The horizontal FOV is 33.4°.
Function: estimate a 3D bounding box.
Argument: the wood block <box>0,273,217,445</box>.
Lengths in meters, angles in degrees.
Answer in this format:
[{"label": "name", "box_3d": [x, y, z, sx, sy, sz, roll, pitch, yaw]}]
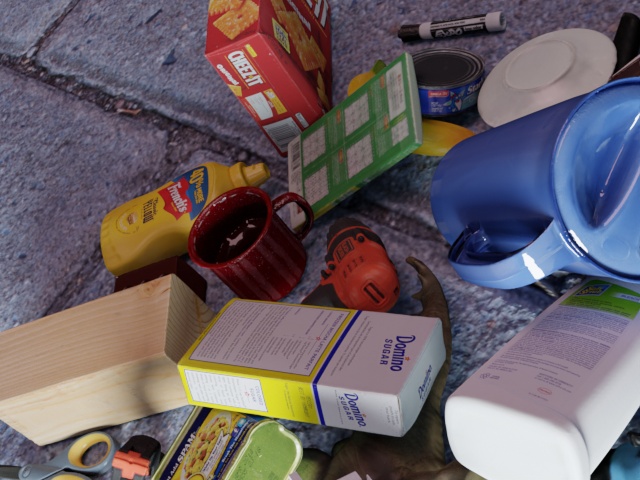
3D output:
[{"label": "wood block", "box_3d": [-0.206, 0.117, 1.020, 0.206, 0.090, 0.091, -18, 47, 21]}]

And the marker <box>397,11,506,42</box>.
[{"label": "marker", "box_3d": [0.134, -0.221, 1.109, 0.121, 0.020, 0.020, -1, 56, 35]}]

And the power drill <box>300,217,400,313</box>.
[{"label": "power drill", "box_3d": [-0.016, 0.062, 0.930, 0.188, 0.057, 0.184, -45, 14, 7]}]

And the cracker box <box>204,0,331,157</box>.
[{"label": "cracker box", "box_3d": [-0.048, -0.223, 1.133, 0.072, 0.164, 0.213, -17, 48, 21]}]

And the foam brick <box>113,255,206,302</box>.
[{"label": "foam brick", "box_3d": [-0.161, 0.058, 1.064, 0.078, 0.051, 0.053, -19, 47, 21]}]

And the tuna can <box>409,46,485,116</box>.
[{"label": "tuna can", "box_3d": [0.116, -0.154, 1.033, 0.086, 0.034, 0.086, -5, 35, 3]}]

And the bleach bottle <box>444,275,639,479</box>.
[{"label": "bleach bottle", "box_3d": [0.195, 0.074, 0.734, 0.103, 0.068, 0.250, 15, 37, 40]}]

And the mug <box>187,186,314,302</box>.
[{"label": "mug", "box_3d": [-0.057, 0.001, 1.016, 0.117, 0.081, 0.093, -40, 43, 1]}]

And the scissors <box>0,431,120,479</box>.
[{"label": "scissors", "box_3d": [-0.267, 0.213, 1.039, 0.202, 0.016, 0.096, 14, 63, 41]}]

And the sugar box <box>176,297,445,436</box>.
[{"label": "sugar box", "box_3d": [-0.006, 0.090, 0.785, 0.176, 0.048, 0.093, 7, 35, 25]}]

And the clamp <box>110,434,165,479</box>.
[{"label": "clamp", "box_3d": [-0.150, 0.201, 0.883, 0.039, 0.172, 0.120, 12, 51, -4]}]

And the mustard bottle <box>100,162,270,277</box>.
[{"label": "mustard bottle", "box_3d": [-0.138, -0.031, 1.116, 0.192, 0.058, 0.096, -26, 40, 15]}]

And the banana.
[{"label": "banana", "box_3d": [0.077, -0.126, 1.059, 0.069, 0.037, 0.198, -41, 43, 1]}]

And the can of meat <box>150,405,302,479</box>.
[{"label": "can of meat", "box_3d": [-0.070, 0.171, 0.801, 0.084, 0.057, 0.102, 12, 67, 56]}]

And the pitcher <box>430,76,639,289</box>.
[{"label": "pitcher", "box_3d": [0.166, -0.031, 0.789, 0.243, 0.149, 0.145, 176, 100, -73]}]
